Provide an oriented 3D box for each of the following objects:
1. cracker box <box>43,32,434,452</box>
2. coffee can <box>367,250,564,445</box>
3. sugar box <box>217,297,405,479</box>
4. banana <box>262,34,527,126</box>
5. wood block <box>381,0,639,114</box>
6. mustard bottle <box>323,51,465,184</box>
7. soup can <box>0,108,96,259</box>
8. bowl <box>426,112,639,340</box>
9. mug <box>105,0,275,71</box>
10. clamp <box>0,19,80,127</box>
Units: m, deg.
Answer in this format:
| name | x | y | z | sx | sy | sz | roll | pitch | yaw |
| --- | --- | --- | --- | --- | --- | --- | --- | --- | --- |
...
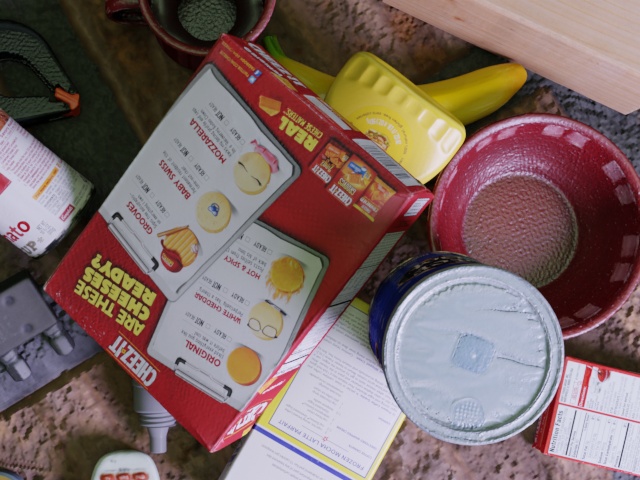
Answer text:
| name | x | y | z | sx | sy | sz | roll | pitch | yaw |
| --- | --- | --- | --- | --- | --- | --- | --- | --- | --- |
| cracker box | -0.055 | 0.001 | 0.697 | 0.164 | 0.072 | 0.214 | 41 | 105 | 15 |
| coffee can | 0.084 | 0.061 | 0.666 | 0.103 | 0.140 | 0.103 | 0 | 93 | -1 |
| sugar box | 0.003 | 0.130 | 0.756 | 0.093 | 0.048 | 0.176 | 31 | 87 | -3 |
| banana | 0.053 | -0.107 | 0.779 | 0.197 | 0.037 | 0.069 | 7 | 88 | -5 |
| wood block | 0.159 | -0.179 | 0.767 | 0.206 | 0.090 | 0.091 | 24 | 84 | -3 |
| mustard bottle | 0.008 | -0.030 | 0.744 | 0.096 | 0.058 | 0.192 | 37 | 104 | -3 |
| soup can | -0.212 | -0.043 | 0.722 | 0.102 | 0.069 | 0.068 | 42 | 83 | -21 |
| bowl | 0.152 | -0.008 | 0.772 | 0.162 | 0.055 | 0.162 | 0 | 86 | -5 |
| mug | -0.091 | -0.164 | 0.747 | 0.117 | 0.081 | 0.093 | -7 | 87 | -6 |
| clamp | -0.249 | -0.137 | 0.753 | 0.171 | 0.039 | 0.120 | 13 | 90 | -10 |
